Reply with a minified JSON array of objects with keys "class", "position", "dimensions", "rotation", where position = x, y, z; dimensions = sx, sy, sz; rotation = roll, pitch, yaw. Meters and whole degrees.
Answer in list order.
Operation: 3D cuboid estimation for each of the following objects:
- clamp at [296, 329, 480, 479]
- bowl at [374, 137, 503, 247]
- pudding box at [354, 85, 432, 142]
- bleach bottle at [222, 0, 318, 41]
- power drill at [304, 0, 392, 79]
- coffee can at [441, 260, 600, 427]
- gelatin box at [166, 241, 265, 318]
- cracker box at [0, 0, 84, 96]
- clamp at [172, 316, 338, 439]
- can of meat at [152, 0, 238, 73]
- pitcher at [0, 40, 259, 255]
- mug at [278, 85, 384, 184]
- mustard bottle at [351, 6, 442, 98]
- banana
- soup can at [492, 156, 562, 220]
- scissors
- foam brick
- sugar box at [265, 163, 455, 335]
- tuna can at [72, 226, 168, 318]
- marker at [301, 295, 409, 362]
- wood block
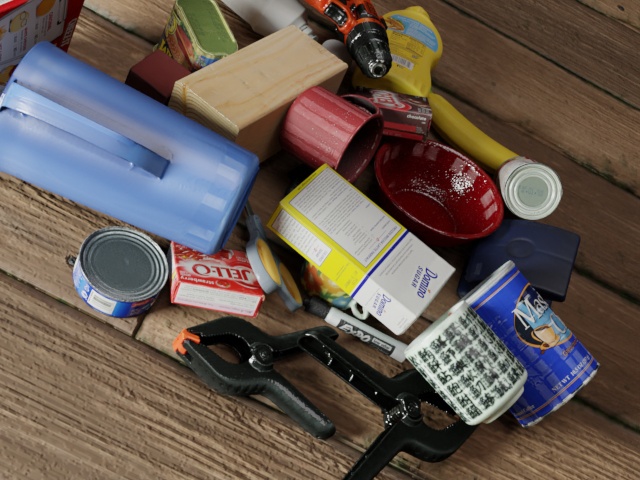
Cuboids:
[{"class":"clamp","position":[0.072,0.158,1.029],"dimensions":[0.209,0.036,0.164],"rotation":[0,62,-38]},{"class":"bowl","position":[0.126,-0.045,1.220],"dimensions":[0.162,0.055,0.162],"rotation":[15,42,-14]},{"class":"pudding box","position":[0.082,-0.150,1.254],"dimensions":[0.090,0.039,0.113],"rotation":[10,16,-1]},{"class":"bleach bottle","position":[-0.095,-0.333,1.340],"dimensions":[0.251,0.068,0.102],"rotation":[45,46,7]},{"class":"power drill","position":[0.001,-0.279,1.262],"dimensions":[0.187,0.057,0.184],"rotation":[31,24,-29]},{"class":"coffee can","position":[0.203,0.106,1.102],"dimensions":[0.140,0.103,0.102],"rotation":[50,48,5]},{"class":"gelatin box","position":[-0.103,0.036,1.042],"dimensions":[0.089,0.030,0.073],"rotation":[11,30,-20]},{"class":"cracker box","position":[-0.334,-0.187,1.021],"dimensions":[0.072,0.164,0.213],"rotation":[44,47,7]},{"class":"clamp","position":[-0.054,0.125,1.007],"dimensions":[0.171,0.039,0.120],"rotation":[9,47,-23]},{"class":"can of meat","position":[-0.140,-0.214,1.203],"dimensions":[0.057,0.084,0.102],"rotation":[-9,59,-33]},{"class":"pitcher","position":[-0.186,-0.082,1.013],"dimensions":[0.243,0.145,0.149],"rotation":[25,40,-2]},{"class":"mug","position":[0.017,-0.121,1.154],"dimensions":[0.081,0.093,0.117],"rotation":[33,57,18]},{"class":"mustard bottle","position":[0.107,-0.246,1.378],"dimensions":[0.096,0.058,0.191],"rotation":[23,47,-2]},{"class":"banana","position":[0.198,-0.129,1.346],"dimensions":[0.198,0.037,0.069],"rotation":[42,47,8]},{"class":"soup can","position":[0.244,-0.063,1.263],"dimensions":[0.068,0.068,0.102],"rotation":[31,8,-3]},{"class":"scissors","position":[-0.057,0.001,1.112],"dimensions":[0.096,0.016,0.202],"rotation":[53,11,-31]},{"class":"foam brick","position":[-0.179,-0.154,1.138],"dimensions":[0.051,0.078,0.052],"rotation":[40,46,4]},{"class":"sugar box","position":[0.041,0.008,1.073],"dimensions":[0.176,0.048,0.093],"rotation":[42,46,4]},{"class":"tuna can","position":[-0.190,0.030,1.013],"dimensions":[0.086,0.034,0.086],"rotation":[15,49,-17]},{"class":"marker","position":[0.036,0.089,1.096],"dimensions":[0.121,0.020,0.020],"rotation":[28,46,-5]},{"class":"wood block","position":[-0.072,-0.151,1.171],"dimensions":[0.090,0.091,0.205],"rotation":[39,43,13]}]
